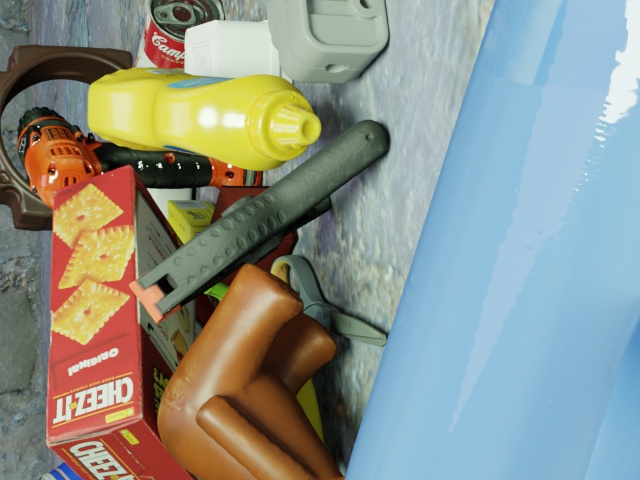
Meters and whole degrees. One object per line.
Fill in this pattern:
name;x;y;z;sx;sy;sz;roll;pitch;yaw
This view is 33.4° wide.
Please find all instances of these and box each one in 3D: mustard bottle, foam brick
mustard bottle;-0.064;-0.078;0.675;0.192;0.096;0.058;14;102;51
foam brick;-0.055;0.001;0.816;0.078;0.051;0.053;113;150;-49

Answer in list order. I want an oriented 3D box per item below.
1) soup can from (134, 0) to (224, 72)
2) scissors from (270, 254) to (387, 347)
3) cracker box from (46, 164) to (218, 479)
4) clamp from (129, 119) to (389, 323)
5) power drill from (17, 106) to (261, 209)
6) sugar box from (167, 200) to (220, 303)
soup can;-0.134;-0.183;0.995;0.102;0.068;0.068;123;141;-58
scissors;0.001;0.069;0.718;0.202;0.016;0.096;-137;47;-63
cracker box;-0.123;0.081;0.740;0.164;0.072;0.214;63;-168;-47
clamp;-0.039;-0.007;0.647;0.039;0.171;0.120;54;163;10
power drill;-0.153;-0.072;0.883;0.185;0.187;0.057;-132;43;-59
sugar box;-0.117;0.057;0.998;0.093;0.048;0.176;-141;53;-64
